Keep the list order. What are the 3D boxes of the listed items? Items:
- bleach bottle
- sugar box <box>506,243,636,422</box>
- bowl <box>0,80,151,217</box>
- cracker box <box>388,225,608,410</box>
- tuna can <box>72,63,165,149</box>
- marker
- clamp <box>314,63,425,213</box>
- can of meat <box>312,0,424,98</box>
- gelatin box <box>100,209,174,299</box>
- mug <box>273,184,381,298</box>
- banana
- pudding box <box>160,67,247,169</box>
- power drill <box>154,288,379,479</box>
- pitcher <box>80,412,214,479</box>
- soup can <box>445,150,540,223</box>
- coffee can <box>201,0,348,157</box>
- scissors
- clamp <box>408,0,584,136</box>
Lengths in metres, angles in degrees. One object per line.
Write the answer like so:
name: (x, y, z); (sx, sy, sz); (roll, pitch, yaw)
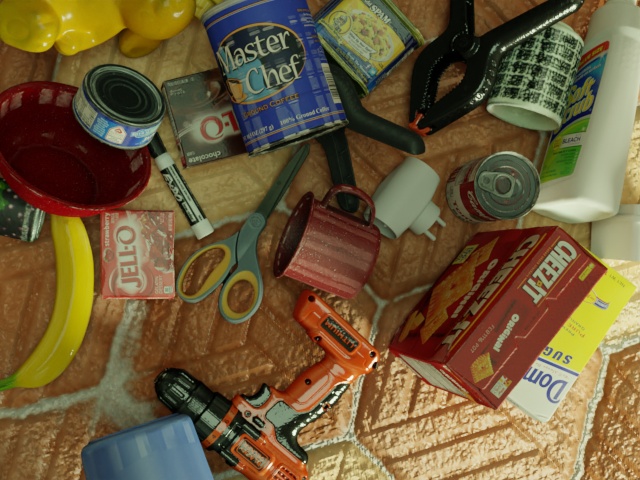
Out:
bleach bottle: (0.291, -0.148, 1.126); (0.068, 0.103, 0.251); (18, 79, -19)
sugar box: (0.245, 0.095, 1.128); (0.093, 0.048, 0.176); (35, 82, -7)
bowl: (-0.246, -0.076, 1.019); (0.162, 0.055, 0.162); (21, 42, -20)
cracker box: (0.159, 0.068, 1.028); (0.072, 0.214, 0.164); (40, 82, -7)
tuna can: (-0.195, -0.132, 1.039); (0.086, 0.034, 0.086); (21, 42, -20)
marker: (-0.145, -0.057, 1.078); (0.020, 0.020, 0.121); (-30, 94, -10)
clamp: (0.015, -0.112, 1.085); (0.171, 0.039, 0.120); (46, 121, 11)
can of meat: (0.041, -0.209, 1.096); (0.084, 0.057, 0.102); (-44, 96, -7)
gelatin box: (-0.182, 0.014, 1.063); (0.073, 0.030, 0.089); (0, 88, -10)
mug: (0.013, -0.002, 1.064); (0.081, 0.093, 0.117); (22, 109, -13)
banana: (-0.255, 0.061, 1.039); (0.069, 0.037, 0.198); (20, 83, -34)
pudding box: (-0.096, -0.128, 1.078); (0.113, 0.039, 0.090); (-16, 91, -11)
power drill: (-0.047, 0.142, 1.071); (0.184, 0.057, 0.187); (42, 84, -8)
pitcher: (-0.145, 0.293, 0.997); (0.149, 0.145, 0.243); (-19, 83, 3)
soup can: (0.174, -0.052, 1.090); (0.068, 0.102, 0.068); (0, 88, -10)
coffee can: (-0.043, -0.162, 1.018); (0.102, 0.103, 0.140); (-19, 92, -10)
scissors: (-0.057, 0.001, 1.076); (0.202, 0.016, 0.096); (-42, 80, -2)
clamp: (0.150, -0.206, 1.104); (0.210, 0.036, 0.165); (-52, 54, 8)
